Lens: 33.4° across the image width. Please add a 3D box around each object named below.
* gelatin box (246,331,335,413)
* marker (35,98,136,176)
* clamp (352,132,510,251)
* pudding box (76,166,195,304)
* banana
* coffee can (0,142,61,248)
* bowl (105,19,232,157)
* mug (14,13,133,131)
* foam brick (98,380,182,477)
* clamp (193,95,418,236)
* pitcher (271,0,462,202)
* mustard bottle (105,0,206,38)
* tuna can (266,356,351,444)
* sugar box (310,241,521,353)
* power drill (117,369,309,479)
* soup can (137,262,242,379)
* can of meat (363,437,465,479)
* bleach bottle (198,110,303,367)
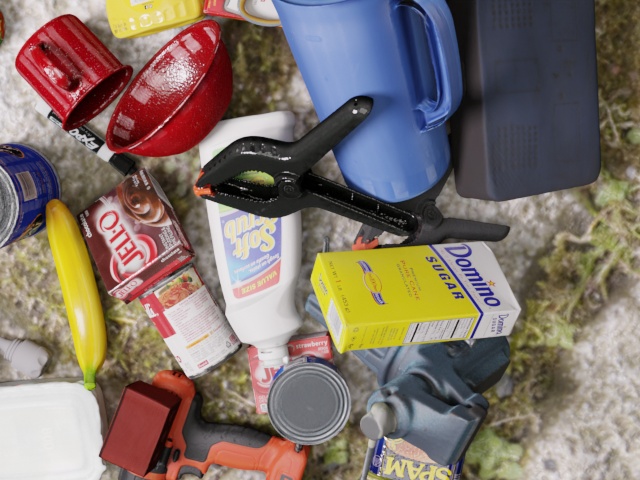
[{"bbox_3d":[-0.029,0.139,1.121,0.089,0.030,0.073,-8,97,4],"label":"gelatin box"},{"bbox_3d":[-0.241,-0.107,1.104,0.121,0.020,0.020,37,98,-2],"label":"marker"},{"bbox_3d":[0.104,-0.036,1.060,0.171,0.039,0.120,-18,87,-26],"label":"clamp"},{"bbox_3d":[-0.187,-0.005,1.077,0.090,0.039,0.113,-35,54,6],"label":"pudding box"},{"bbox_3d":[-0.248,0.052,1.101,0.037,0.070,0.198,-13,98,-13],"label":"banana"},{"bbox_3d":[-0.326,-0.042,1.056,0.103,0.140,0.103,0,98,3],"label":"coffee can"},{"bbox_3d":[-0.137,-0.136,1.042,0.162,0.162,0.055,-46,120,8],"label":"bowl"},{"bbox_3d":[-0.250,-0.168,1.050,0.093,0.117,0.081,-43,89,12],"label":"mug"},{"bbox_3d":[-0.180,0.188,1.074,0.051,0.053,0.078,22,95,6],"label":"foam brick"},{"bbox_3d":[-0.023,-0.067,0.980,0.210,0.036,0.164,3,138,18],"label":"clamp"},{"bbox_3d":[0.053,-0.150,0.965,0.145,0.149,0.243,-14,131,8],"label":"pitcher"},{"bbox_3d":[-0.181,-0.303,1.054,0.096,0.058,0.191,-12,97,12],"label":"mustard bottle"},{"bbox_3d":[-0.012,0.163,1.090,0.086,0.034,0.086,0,97,-1],"label":"tuna can"},{"bbox_3d":[0.088,0.050,0.995,0.176,0.093,0.048,-6,138,-17],"label":"sugar box"},{"bbox_3d":[-0.117,0.248,1.127,0.187,0.057,0.184,19,98,0],"label":"power drill"},{"bbox_3d":[-0.134,0.083,1.100,0.068,0.068,0.102,-31,96,6],"label":"soup can"},{"bbox_3d":[0.103,0.212,1.112,0.102,0.057,0.084,12,96,1],"label":"can of meat"},{"bbox_3d":[-0.057,0.001,1.077,0.102,0.068,0.251,-9,93,6],"label":"bleach bottle"}]
